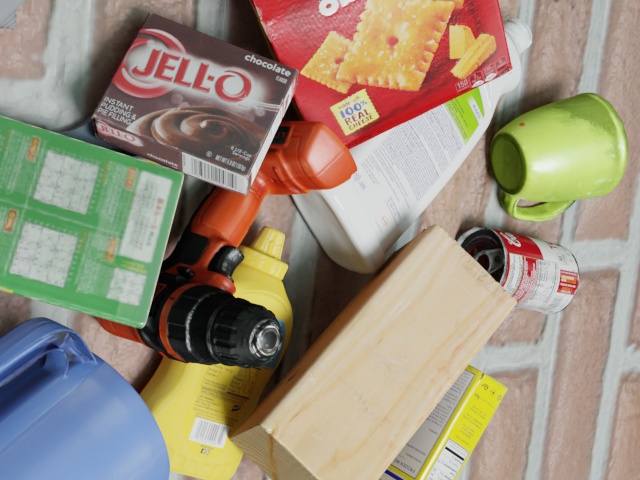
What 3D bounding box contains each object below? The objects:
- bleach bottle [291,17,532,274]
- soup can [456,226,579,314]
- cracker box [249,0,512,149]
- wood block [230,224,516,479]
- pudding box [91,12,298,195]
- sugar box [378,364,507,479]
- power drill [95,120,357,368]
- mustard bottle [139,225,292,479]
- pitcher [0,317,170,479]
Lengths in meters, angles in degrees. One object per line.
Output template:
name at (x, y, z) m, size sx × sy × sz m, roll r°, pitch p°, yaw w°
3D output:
bleach bottle at (0.089, -0.091, 0.870) m, size 0.250 × 0.068 × 0.102 m, roll -44°, pitch 121°, yaw -21°
soup can at (0.174, 0.029, 0.955) m, size 0.102 × 0.069 × 0.068 m, roll 11°, pitch 95°, yaw -37°
cracker box at (0.033, -0.179, 0.741) m, size 0.164 × 0.072 × 0.213 m, roll -25°, pitch 133°, yaw -2°
wood block at (0.040, 0.096, 0.794) m, size 0.090 × 0.091 × 0.205 m, roll 44°, pitch 65°, yaw -2°
pudding box at (-0.083, -0.091, 0.714) m, size 0.113 × 0.039 × 0.090 m, roll 22°, pitch 67°, yaw 1°
sugar box at (0.076, 0.180, 0.910) m, size 0.048 × 0.093 × 0.176 m, roll 35°, pitch 82°, yaw -36°
power drill at (-0.055, 0.001, 0.729) m, size 0.187 × 0.185 × 0.057 m, roll -54°, pitch 127°, yaw -23°
mustard bottle at (-0.072, 0.080, 0.802) m, size 0.096 × 0.058 × 0.191 m, roll 25°, pitch 87°, yaw -38°
pitcher at (-0.214, 0.165, 0.629) m, size 0.149 × 0.145 × 0.242 m, roll 56°, pitch 44°, yaw -6°
